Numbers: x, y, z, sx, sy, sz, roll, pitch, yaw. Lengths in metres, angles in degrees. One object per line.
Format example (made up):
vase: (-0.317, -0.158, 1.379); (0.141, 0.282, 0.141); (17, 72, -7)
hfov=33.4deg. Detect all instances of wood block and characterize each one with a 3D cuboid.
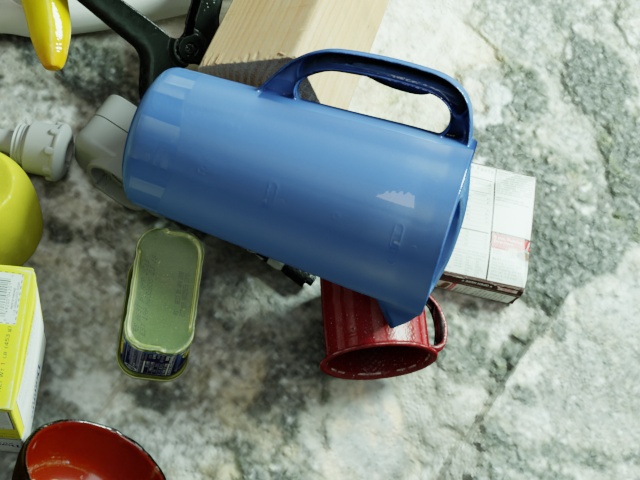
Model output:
wood block: (-0.012, -0.184, 0.883); (0.091, 0.090, 0.206); (0, 50, 27)

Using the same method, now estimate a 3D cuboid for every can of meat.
can of meat: (-0.122, 0.049, 0.818); (0.057, 0.084, 0.102); (8, 69, -9)

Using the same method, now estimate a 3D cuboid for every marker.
marker: (-0.056, 0.001, 0.885); (0.121, 0.020, 0.020); (33, 67, 1)

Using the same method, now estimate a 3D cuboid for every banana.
banana: (-0.252, -0.225, 0.854); (0.069, 0.037, 0.198); (-43, 83, 2)

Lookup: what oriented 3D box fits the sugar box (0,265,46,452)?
sugar box: (-0.219, 0.087, 0.734); (0.048, 0.176, 0.093); (9, 68, -12)

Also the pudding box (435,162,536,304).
pudding box: (0.135, -0.010, 0.921); (0.090, 0.039, 0.113); (12, 67, -7)

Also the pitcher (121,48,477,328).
pitcher: (-0.012, -0.052, 0.776); (0.243, 0.145, 0.149); (18, 63, 7)

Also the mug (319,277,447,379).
mug: (0.053, 0.060, 0.855); (0.117, 0.093, 0.081); (8, 63, -28)

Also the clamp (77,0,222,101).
clamp: (-0.106, -0.165, 0.878); (0.164, 0.036, 0.210); (-31, 107, -20)
